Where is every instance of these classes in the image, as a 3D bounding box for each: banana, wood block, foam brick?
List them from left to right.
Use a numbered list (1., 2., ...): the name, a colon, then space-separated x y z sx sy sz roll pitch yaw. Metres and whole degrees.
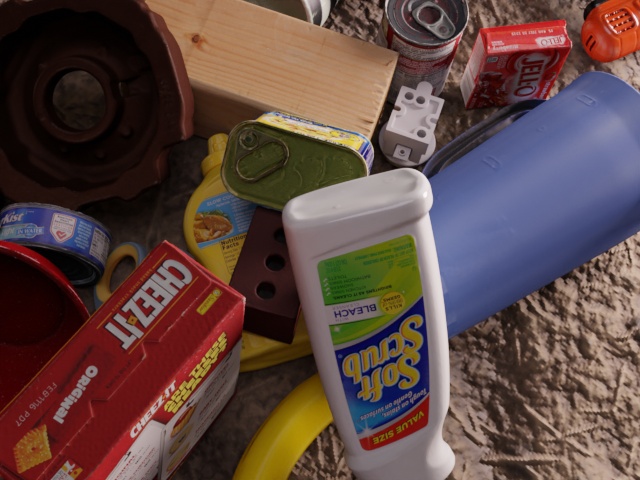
1. wood block: -0.050 -0.129 0.875 0.206 0.090 0.090 19 67 4
2. foam brick: -0.034 0.025 0.765 0.053 0.051 0.078 16 66 3
3. banana: -0.018 0.157 0.784 0.069 0.037 0.197 32 68 -10

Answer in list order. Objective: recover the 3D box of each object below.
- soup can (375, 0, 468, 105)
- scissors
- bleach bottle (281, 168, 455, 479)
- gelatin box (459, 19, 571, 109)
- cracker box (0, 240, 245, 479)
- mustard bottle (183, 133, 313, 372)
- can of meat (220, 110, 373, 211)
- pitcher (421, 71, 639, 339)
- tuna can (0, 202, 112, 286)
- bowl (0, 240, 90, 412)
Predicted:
1. soup can: 0.080 -0.163 0.893 0.068 0.102 0.068 2 66 -4
2. scissors: -0.173 0.080 0.809 0.201 0.016 0.096 -50 49 -4
3. bleach bottle: 0.050 0.083 0.734 0.102 0.068 0.251 -14 111 2
4. gelatin box: 0.163 -0.146 0.899 0.073 0.089 0.030 -6 67 -7
5. cracker box: -0.126 0.113 0.695 0.072 0.214 0.164 36 68 10
6. mustard bottle: -0.055 0.001 0.835 0.096 0.058 0.192 -16 69 -6
7. can of meat: -0.013 -0.057 0.781 0.102 0.084 0.057 16 107 4
8. pitcher: 0.142 -0.024 0.834 0.242 0.149 0.145 -30 88 -13
9. tuna can: -0.203 0.005 0.807 0.086 0.086 0.033 8 67 -1
10. bowl: -0.233 0.056 0.767 0.162 0.162 0.055 9 31 -1
